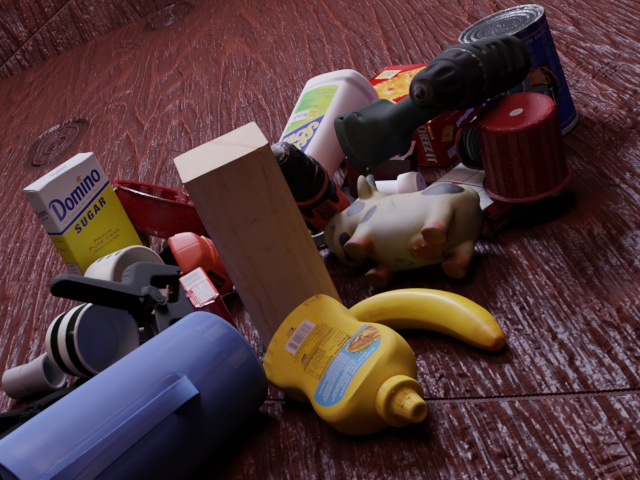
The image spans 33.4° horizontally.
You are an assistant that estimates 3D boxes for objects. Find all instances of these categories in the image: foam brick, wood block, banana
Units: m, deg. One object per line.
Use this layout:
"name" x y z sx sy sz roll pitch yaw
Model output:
"foam brick" 0.074 -0.086 1.272 0.078 0.053 0.051 3 31 12
"wood block" -0.056 0.001 1.050 0.090 0.206 0.091 -26 23 -3
"banana" 0.086 0.075 0.978 0.198 0.037 0.069 -9 58 38

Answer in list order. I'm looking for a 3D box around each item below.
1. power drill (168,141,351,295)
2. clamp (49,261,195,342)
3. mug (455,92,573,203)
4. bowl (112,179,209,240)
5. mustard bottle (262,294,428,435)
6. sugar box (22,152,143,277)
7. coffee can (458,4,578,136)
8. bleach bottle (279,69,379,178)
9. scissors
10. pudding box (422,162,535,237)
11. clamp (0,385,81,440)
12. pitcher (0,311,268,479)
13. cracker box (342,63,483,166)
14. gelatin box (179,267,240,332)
"power drill" -0.068 -0.022 1.163 0.188 0.184 0.057 -31 61 9
"clamp" -0.182 0.080 1.151 0.036 0.164 0.209 -46 -6 21
"mug" 0.192 -0.097 1.082 0.117 0.081 0.093 4 37 32
"bowl" -0.196 -0.034 1.385 0.162 0.055 0.162 13 6 -2
"mustard bottle" 0.028 0.113 0.911 0.096 0.058 0.192 -52 32 -9
"sugar box" -0.284 -0.011 1.327 0.048 0.176 0.093 4 36 48
"coffee can" 0.233 -0.190 1.251 0.103 0.140 0.103 -20 24 9
"bleach bottle" -0.019 -0.091 1.311 0.103 0.068 0.250 -4 53 46
"scissors" 0.045 -0.054 1.303 0.096 0.016 0.201 -7 30 31
"pudding box" 0.168 -0.046 1.143 0.089 0.039 0.114 -35 29 -28
"clamp" -0.297 0.194 1.087 0.171 0.039 0.120 -21 25 7
"pitcher" -0.156 0.163 0.905 0.149 0.145 0.242 18 43 39
"cracker box" 0.124 -0.169 1.397 0.214 0.072 0.164 7 39 49
"gelatin box" -0.112 0.077 1.110 0.030 0.073 0.089 -29 25 -8
